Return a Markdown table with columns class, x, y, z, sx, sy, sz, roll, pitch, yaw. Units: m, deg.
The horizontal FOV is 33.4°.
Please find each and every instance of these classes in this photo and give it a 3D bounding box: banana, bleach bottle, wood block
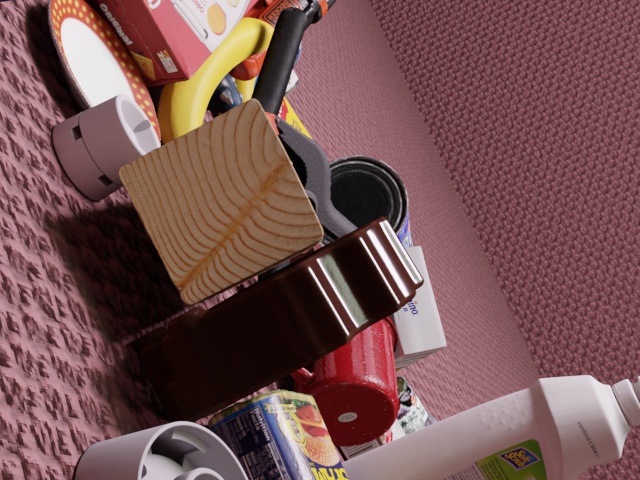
| class | x | y | z | sx | sy | sz | roll | pitch | yaw |
| --- | --- | --- | --- | --- | --- | --- | --- | --- | --- |
| banana | -0.091 | -0.135 | 0.891 | 0.197 | 0.037 | 0.069 | -66 | 146 | -35 |
| bleach bottle | 0.114 | 0.164 | 0.743 | 0.102 | 0.251 | 0.068 | 56 | 15 | -30 |
| wood block | -0.056 | -0.019 | 0.696 | 0.090 | 0.091 | 0.206 | 63 | -1 | 0 |

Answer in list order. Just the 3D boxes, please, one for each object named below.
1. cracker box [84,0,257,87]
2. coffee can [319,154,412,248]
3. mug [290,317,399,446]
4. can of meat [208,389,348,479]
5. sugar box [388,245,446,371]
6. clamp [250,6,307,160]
| class | x | y | z | sx | sy | sz | roll | pitch | yaw |
| --- | --- | --- | --- | --- | --- | --- | --- | --- | --- |
| cracker box | -0.117 | -0.248 | 0.850 | 0.164 | 0.072 | 0.213 | 61 | 41 | -30 |
| coffee can | 0.039 | -0.011 | 1.066 | 0.140 | 0.103 | 0.103 | 71 | -3 | -70 |
| mug | 0.011 | 0.103 | 0.848 | 0.117 | 0.093 | 0.081 | 35 | 30 | -28 |
| can of meat | -0.022 | 0.146 | 0.687 | 0.084 | 0.057 | 0.102 | 65 | 12 | 19 |
| sugar box | 0.059 | 0.072 | 0.979 | 0.176 | 0.048 | 0.093 | 122 | -44 | -72 |
| clamp | -0.055 | -0.078 | 0.920 | 0.165 | 0.036 | 0.209 | 93 | 15 | -49 |
